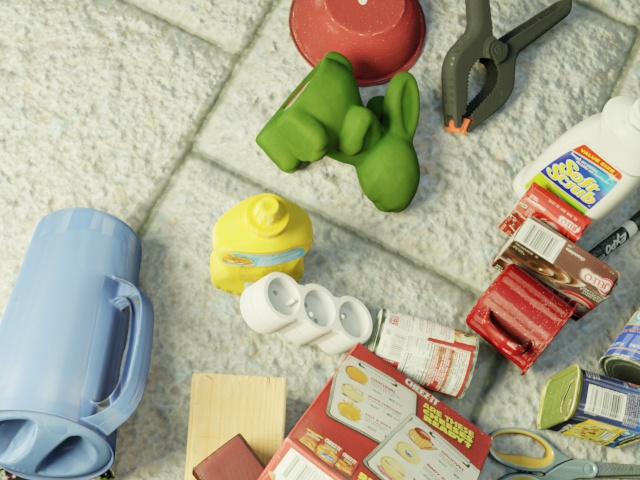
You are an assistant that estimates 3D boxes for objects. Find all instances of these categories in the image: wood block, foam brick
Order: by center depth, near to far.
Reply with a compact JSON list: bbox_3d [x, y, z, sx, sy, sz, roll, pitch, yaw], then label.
[{"bbox_3d":[-0.069,0.218,0.937,0.051,0.053,0.078,-37,79,-18],"label":"foam brick"},{"bbox_3d":[-0.084,0.236,1.005,0.090,0.090,0.206,5,70,-6],"label":"wood block"}]

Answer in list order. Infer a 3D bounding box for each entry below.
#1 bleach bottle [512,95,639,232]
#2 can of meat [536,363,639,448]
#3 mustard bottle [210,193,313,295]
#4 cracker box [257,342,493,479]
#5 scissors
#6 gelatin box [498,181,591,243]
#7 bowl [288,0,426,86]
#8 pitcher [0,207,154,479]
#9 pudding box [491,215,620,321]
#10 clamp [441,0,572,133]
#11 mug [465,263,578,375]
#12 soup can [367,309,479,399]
[{"bbox_3d":[0.276,-0.083,1.072,0.068,0.251,0.102,-35,78,-17],"label":"bleach bottle"},{"bbox_3d":[0.275,0.168,1.066,0.084,0.102,0.057,17,70,-3],"label":"can of meat"},{"bbox_3d":[-0.057,0.001,1.034,0.096,0.192,0.058,-3,71,-8],"label":"mustard bottle"},{"bbox_3d":[0.054,0.200,0.957,0.164,0.213,0.072,36,114,5],"label":"cracker box"},{"bbox_3d":[0.259,0.249,1.081,0.201,0.016,0.096,19,71,0],"label":"scissors"},{"bbox_3d":[0.236,-0.016,1.130,0.073,0.089,0.030,36,70,6],"label":"gelatin box"},{"bbox_3d":[0.046,-0.259,1.210,0.162,0.055,0.162,2,70,-6],"label":"bowl"},{"bbox_3d":[-0.228,0.088,0.987,0.149,0.145,0.242,10,52,-7],"label":"pitcher"},{"bbox_3d":[0.244,0.031,1.115,0.113,0.090,0.039,35,70,6],"label":"pudding box"},{"bbox_3d":[0.183,-0.222,1.190,0.164,0.036,0.210,32,83,-28],"label":"clamp"},{"bbox_3d":[0.198,0.081,1.085,0.081,0.093,0.117,39,33,12],"label":"mug"},{"bbox_3d":[0.102,0.115,1.080,0.102,0.068,0.068,16,70,-1],"label":"soup can"}]
